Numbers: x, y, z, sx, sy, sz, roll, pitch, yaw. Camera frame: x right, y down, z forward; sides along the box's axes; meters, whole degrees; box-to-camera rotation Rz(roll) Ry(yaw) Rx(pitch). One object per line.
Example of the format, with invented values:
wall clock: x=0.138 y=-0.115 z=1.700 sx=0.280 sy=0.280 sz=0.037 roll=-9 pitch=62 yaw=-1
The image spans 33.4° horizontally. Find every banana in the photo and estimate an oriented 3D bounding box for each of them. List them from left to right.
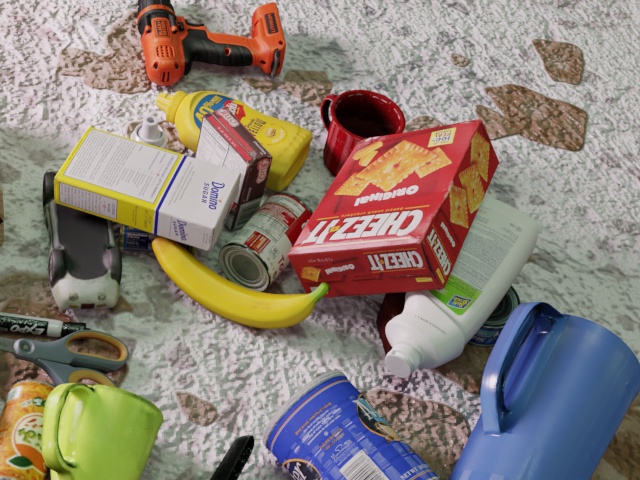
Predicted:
banana: x=-0.089 y=0.051 z=1.128 sx=0.198 sy=0.070 sz=0.037 roll=15 pitch=7 yaw=8

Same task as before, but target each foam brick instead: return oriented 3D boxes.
foam brick: x=0.106 y=0.090 z=1.150 sx=0.078 sy=0.053 sz=0.051 roll=-3 pitch=50 yaw=-16

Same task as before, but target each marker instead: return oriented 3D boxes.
marker: x=-0.292 y=0.085 z=1.073 sx=0.121 sy=0.020 sz=0.020 roll=8 pitch=48 yaw=-7

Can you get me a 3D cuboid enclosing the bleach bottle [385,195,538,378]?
bleach bottle: x=0.134 y=0.049 z=1.112 sx=0.103 sy=0.068 sz=0.250 roll=26 pitch=47 yaw=21

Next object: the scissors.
scissors: x=-0.270 y=0.121 z=1.007 sx=0.201 sy=0.016 sz=0.096 roll=4 pitch=56 yaw=-38

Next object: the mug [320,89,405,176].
mug: x=0.041 y=-0.131 z=1.310 sx=0.093 sy=0.082 sz=0.117 roll=-32 pitch=63 yaw=-35

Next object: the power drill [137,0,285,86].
power drill: x=-0.147 y=-0.277 z=1.410 sx=0.187 sy=0.057 sz=0.184 roll=-3 pitch=54 yaw=-14

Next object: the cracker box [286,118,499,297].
cracker box: x=0.081 y=-0.036 z=1.146 sx=0.164 sy=0.072 sz=0.213 roll=-7 pitch=35 yaw=34

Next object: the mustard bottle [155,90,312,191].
mustard bottle: x=-0.112 y=-0.132 z=1.287 sx=0.192 sy=0.058 sz=0.096 roll=25 pitch=47 yaw=8

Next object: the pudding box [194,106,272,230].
pudding box: x=-0.103 y=-0.080 z=1.205 sx=0.039 sy=0.114 sz=0.090 roll=-22 pitch=58 yaw=-35

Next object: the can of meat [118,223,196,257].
can of meat: x=-0.178 y=-0.032 z=1.183 sx=0.084 sy=0.057 sz=0.102 roll=4 pitch=49 yaw=-8

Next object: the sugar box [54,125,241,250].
sugar box: x=-0.182 y=-0.056 z=1.134 sx=0.176 sy=0.048 sz=0.093 roll=19 pitch=48 yaw=2

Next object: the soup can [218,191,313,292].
soup can: x=-0.058 y=0.001 z=1.176 sx=0.068 sy=0.069 sz=0.102 roll=30 pitch=49 yaw=12

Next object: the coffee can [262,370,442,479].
coffee can: x=0.029 y=0.206 z=0.992 sx=0.102 sy=0.103 sz=0.140 roll=-28 pitch=61 yaw=-33

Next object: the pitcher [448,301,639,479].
pitcher: x=0.205 y=0.187 z=1.034 sx=0.149 sy=0.145 sz=0.242 roll=30 pitch=52 yaw=12

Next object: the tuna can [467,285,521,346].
tuna can: x=0.180 y=0.074 z=1.195 sx=0.086 sy=0.034 sz=0.086 roll=7 pitch=48 yaw=-8
